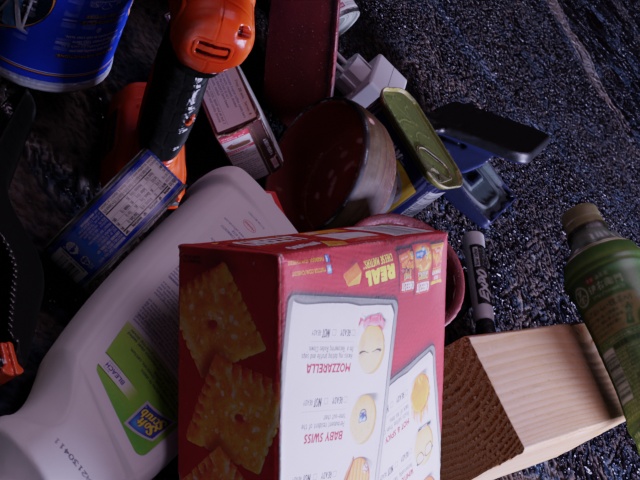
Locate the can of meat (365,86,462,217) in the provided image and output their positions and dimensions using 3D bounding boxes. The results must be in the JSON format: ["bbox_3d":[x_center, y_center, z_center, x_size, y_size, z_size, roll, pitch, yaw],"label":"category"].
[{"bbox_3d":[0.057,-0.065,0.909,0.057,0.084,0.102,-11,67,-57],"label":"can of meat"}]

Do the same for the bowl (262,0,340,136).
[{"bbox_3d":[-0.017,-0.157,0.881,0.055,0.162,0.162,5,43,-3],"label":"bowl"}]

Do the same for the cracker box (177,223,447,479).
[{"bbox_3d":[-0.002,0.102,0.569,0.163,0.072,0.214,-8,101,-55],"label":"cracker box"}]

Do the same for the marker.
[{"bbox_3d":[0.135,0.043,0.904,0.020,0.020,0.121,30,41,-32],"label":"marker"}]

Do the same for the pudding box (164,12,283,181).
[{"bbox_3d":[-0.071,-0.108,0.789,0.113,0.039,0.090,64,0,22],"label":"pudding box"}]

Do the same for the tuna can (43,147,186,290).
[{"bbox_3d":[-0.119,-0.013,0.616,0.033,0.086,0.086,45,31,-9],"label":"tuna can"}]

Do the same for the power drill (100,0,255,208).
[{"bbox_3d":[-0.090,-0.127,0.672,0.057,0.188,0.184,12,46,-16],"label":"power drill"}]

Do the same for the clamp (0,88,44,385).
[{"bbox_3d":[-0.190,-0.020,0.572,0.164,0.036,0.210,6,57,-62],"label":"clamp"}]

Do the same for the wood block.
[{"bbox_3d":[0.149,0.126,0.828,0.205,0.090,0.091,1,58,-54],"label":"wood block"}]

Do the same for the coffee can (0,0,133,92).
[{"bbox_3d":[-0.158,-0.177,0.655,0.102,0.140,0.103,18,39,-16],"label":"coffee can"}]

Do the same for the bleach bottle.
[{"bbox_3d":[-0.097,0.062,0.559,0.102,0.068,0.250,51,44,-7],"label":"bleach bottle"}]
